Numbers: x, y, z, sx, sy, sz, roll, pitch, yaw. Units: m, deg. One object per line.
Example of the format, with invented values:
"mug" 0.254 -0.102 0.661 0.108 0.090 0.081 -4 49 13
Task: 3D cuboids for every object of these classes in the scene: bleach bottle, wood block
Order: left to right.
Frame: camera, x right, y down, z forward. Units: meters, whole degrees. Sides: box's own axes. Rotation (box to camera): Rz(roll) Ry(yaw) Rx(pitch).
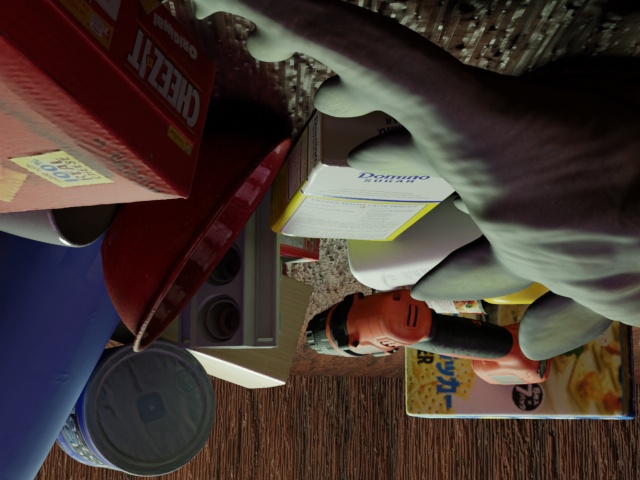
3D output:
"wood block" -0.124 0.050 0.902 0.205 0.091 0.090 22 162 -20
"bleach bottle" 0.151 -0.008 0.790 0.251 0.068 0.102 -6 171 20

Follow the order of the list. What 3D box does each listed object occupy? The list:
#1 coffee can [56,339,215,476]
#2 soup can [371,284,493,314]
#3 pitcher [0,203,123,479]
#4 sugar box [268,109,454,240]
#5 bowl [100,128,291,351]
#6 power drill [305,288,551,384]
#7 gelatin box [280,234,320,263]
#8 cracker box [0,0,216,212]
"coffee can" -0.157 0.135 0.865 0.102 0.103 0.141 6 169 -25
"soup can" 0.105 0.036 0.995 0.102 0.068 0.068 -3 168 23
"pitcher" -0.222 0.069 0.736 0.145 0.243 0.149 31 -169 -5
"sugar box" 0.027 -0.040 0.680 0.093 0.048 0.176 3 165 -12
"bowl" -0.085 -0.012 0.653 0.055 0.162 0.162 36 167 1
"power drill" 0.096 0.089 0.954 0.187 0.057 0.185 11 168 -22
"gelatin box" -0.056 0.001 0.934 0.089 0.030 0.073 -4 168 38
"cracker box" -0.172 -0.070 0.395 0.214 0.072 0.164 -4 153 25
